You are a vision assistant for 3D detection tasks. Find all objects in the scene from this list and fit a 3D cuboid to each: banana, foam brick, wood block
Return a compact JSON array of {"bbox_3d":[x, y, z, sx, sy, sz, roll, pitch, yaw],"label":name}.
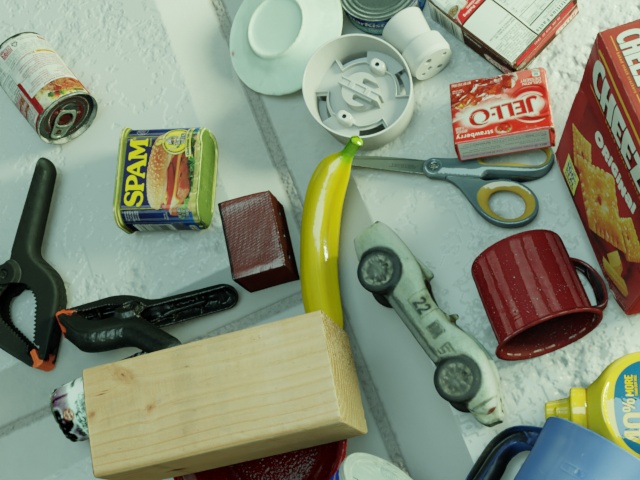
[{"bbox_3d":[0.004,0.006,0.963,0.037,0.070,0.198,7,80,-17],"label":"banana"},{"bbox_3d":[-0.056,0.001,0.986,0.051,0.053,0.078,-17,71,10],"label":"foam brick"},{"bbox_3d":[-0.077,0.132,0.869,0.206,0.090,0.090,-15,70,11],"label":"wood block"}]

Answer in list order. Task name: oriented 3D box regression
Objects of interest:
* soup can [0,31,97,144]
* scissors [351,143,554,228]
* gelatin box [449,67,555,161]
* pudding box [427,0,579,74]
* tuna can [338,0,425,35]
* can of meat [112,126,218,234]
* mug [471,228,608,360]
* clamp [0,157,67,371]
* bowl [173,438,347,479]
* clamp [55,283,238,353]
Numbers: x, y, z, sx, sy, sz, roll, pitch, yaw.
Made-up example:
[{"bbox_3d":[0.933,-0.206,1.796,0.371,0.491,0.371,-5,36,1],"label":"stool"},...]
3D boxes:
[{"bbox_3d":[-0.283,-0.156,1.090,0.068,0.068,0.102,-41,67,0],"label":"soup can"},{"bbox_3d":[0.113,-0.049,0.971,0.202,0.016,0.096,-8,68,13],"label":"scissors"},{"bbox_3d":[0.163,-0.114,0.961,0.089,0.030,0.073,-9,54,13],"label":"gelatin box"},{"bbox_3d":[0.170,-0.218,0.998,0.090,0.039,0.113,-46,69,-2],"label":"pudding box"},{"bbox_3d":[0.060,-0.244,1.039,0.086,0.033,0.086,-5,72,14],"label":"tuna can"},{"bbox_3d":[-0.148,-0.059,1.028,0.084,0.057,0.102,-1,74,12],"label":"can of meat"},{"bbox_3d":[0.187,0.042,0.892,0.117,0.093,0.081,-8,63,-20],"label":"mug"},{"bbox_3d":[-0.299,0.028,1.053,0.164,0.036,0.210,-35,69,4],"label":"clamp"},{"bbox_3d":[-0.049,0.174,0.928,0.162,0.055,0.162,-5,72,14],"label":"bowl"},{"bbox_3d":[-0.162,0.072,0.987,0.172,0.120,0.039,4,112,31],"label":"clamp"}]
